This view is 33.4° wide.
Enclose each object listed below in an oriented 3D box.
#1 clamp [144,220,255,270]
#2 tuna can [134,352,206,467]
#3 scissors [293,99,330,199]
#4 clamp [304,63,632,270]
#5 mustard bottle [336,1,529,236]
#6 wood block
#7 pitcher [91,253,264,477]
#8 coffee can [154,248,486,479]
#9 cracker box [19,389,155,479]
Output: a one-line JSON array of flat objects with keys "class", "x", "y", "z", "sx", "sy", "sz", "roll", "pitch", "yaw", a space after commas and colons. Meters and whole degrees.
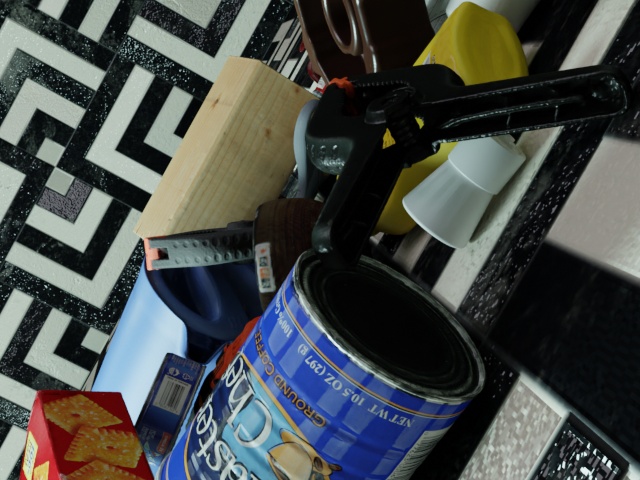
[{"class": "clamp", "x": -0.056, "y": 0.001, "z": 0.880, "sx": 0.120, "sy": 0.171, "sz": 0.039, "roll": 170, "pitch": 89, "yaw": -72}, {"class": "tuna can", "x": -0.119, "y": 0.130, "z": 0.823, "sx": 0.086, "sy": 0.033, "sz": 0.086, "roll": -159, "pitch": 91, "yaw": -86}, {"class": "scissors", "x": -0.022, "y": -0.050, "z": 1.029, "sx": 0.201, "sy": 0.016, "sz": 0.096, "roll": -64, "pitch": -32, "yaw": -20}, {"class": "clamp", "x": 0.037, "y": -0.053, "z": 0.559, "sx": 0.164, "sy": 0.036, "sz": 0.210, "roll": -31, "pitch": 23, "yaw": -13}, {"class": "mustard bottle", "x": 0.059, "y": -0.059, "z": 0.700, "sx": 0.192, "sy": 0.058, "sz": 0.096, "roll": -50, "pitch": 30, "yaw": 45}, {"class": "wood block", "x": -0.092, "y": -0.072, "z": 1.072, "sx": 0.206, "sy": 0.090, "sz": 0.091, "roll": -61, "pitch": 27, "yaw": -1}, {"class": "pitcher", "x": -0.137, "y": 0.119, "z": 0.976, "sx": 0.148, "sy": 0.145, "sz": 0.243, "roll": -10, "pitch": -41, "yaw": -49}, {"class": "coffee can", "x": -0.003, "y": 0.089, "z": 0.509, "sx": 0.140, "sy": 0.102, "sz": 0.102, "roll": -56, "pitch": 12, "yaw": 23}, {"class": "cracker box", "x": -0.155, "y": 0.219, "z": 0.698, "sx": 0.214, "sy": 0.072, "sz": 0.164, "roll": -133, "pitch": 52, "yaw": -61}]
